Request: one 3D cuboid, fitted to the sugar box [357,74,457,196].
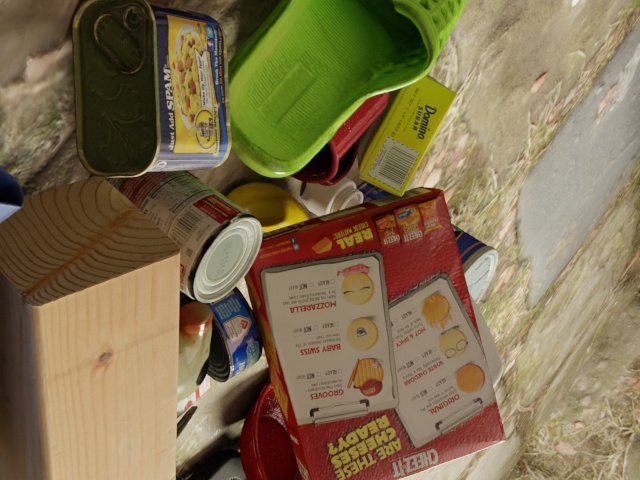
[{"bbox_3d":[0.069,-0.097,0.895,0.093,0.048,0.176,-61,-178,12],"label":"sugar box"}]

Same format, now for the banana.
[{"bbox_3d":[-0.041,-0.009,0.907,0.070,0.037,0.197,-28,155,10],"label":"banana"}]

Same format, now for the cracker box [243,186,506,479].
[{"bbox_3d":[0.039,0.080,0.854,0.164,0.214,0.072,-17,-171,-11],"label":"cracker box"}]

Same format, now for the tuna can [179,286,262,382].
[{"bbox_3d":[-0.083,0.068,0.850,0.033,0.086,0.086,-28,145,-28],"label":"tuna can"}]

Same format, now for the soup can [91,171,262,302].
[{"bbox_3d":[-0.097,-0.013,0.705,0.068,0.102,0.068,-43,153,-29],"label":"soup can"}]

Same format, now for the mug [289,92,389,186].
[{"bbox_3d":[0.002,-0.094,0.798,0.081,0.093,0.117,-49,134,-28],"label":"mug"}]

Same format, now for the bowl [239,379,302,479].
[{"bbox_3d":[-0.034,0.222,1.122,0.055,0.162,0.161,-22,178,35],"label":"bowl"}]

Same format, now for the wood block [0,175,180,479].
[{"bbox_3d":[-0.143,0.080,0.626,0.090,0.090,0.206,-22,135,-35],"label":"wood block"}]

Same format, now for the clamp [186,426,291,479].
[{"bbox_3d":[-0.081,0.278,1.138,0.209,0.036,0.164,-3,95,-57],"label":"clamp"}]

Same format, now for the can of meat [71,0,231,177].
[{"bbox_3d":[-0.097,-0.089,0.631,0.083,0.058,0.102,-9,98,-62],"label":"can of meat"}]
